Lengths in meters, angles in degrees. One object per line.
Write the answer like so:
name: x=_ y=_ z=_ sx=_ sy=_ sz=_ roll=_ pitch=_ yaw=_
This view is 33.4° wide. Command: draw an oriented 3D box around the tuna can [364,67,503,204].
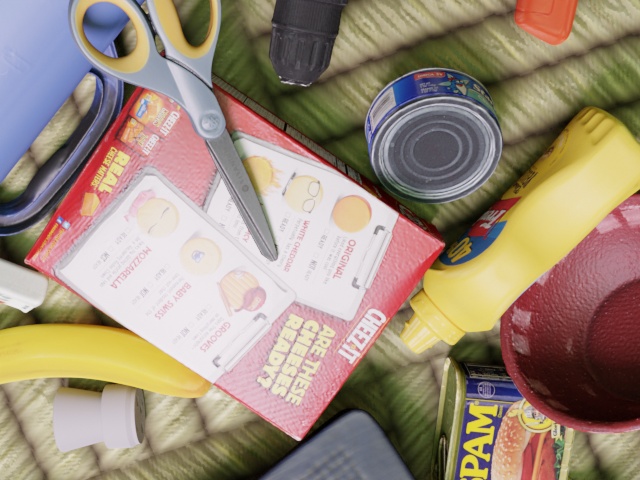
tuna can: x=0.072 y=-0.065 z=0.680 sx=0.086 sy=0.034 sz=0.086 roll=-1 pitch=130 yaw=-2

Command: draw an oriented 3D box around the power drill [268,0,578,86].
power drill: x=0.067 y=-0.175 z=0.661 sx=0.187 sy=0.057 sz=0.184 roll=10 pitch=106 yaw=-3

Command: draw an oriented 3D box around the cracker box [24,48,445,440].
cracker box: x=-0.055 y=0.001 z=0.695 sx=0.213 sy=0.072 sz=0.164 roll=34 pitch=102 yaw=-8

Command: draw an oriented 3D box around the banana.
banana: x=-0.173 y=0.085 z=0.720 sx=0.197 sy=0.069 sz=0.037 roll=-4 pitch=139 yaw=-4

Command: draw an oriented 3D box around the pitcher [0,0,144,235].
pitcher: x=-0.193 y=-0.119 z=0.650 sx=0.145 sy=0.149 sz=0.243 roll=44 pitch=96 yaw=6

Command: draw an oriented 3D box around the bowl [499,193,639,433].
bowl: x=0.199 y=0.053 z=0.683 sx=0.162 sy=0.162 sz=0.055 roll=-46 pitch=134 yaw=10

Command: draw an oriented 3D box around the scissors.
scissors: x=-0.085 y=-0.072 z=0.618 sx=0.096 sy=0.016 sz=0.202 roll=-13 pitch=107 yaw=-16

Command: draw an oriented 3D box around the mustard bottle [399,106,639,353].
mustard bottle: x=0.124 y=0.001 z=0.680 sx=0.058 sy=0.096 sz=0.192 roll=43 pitch=100 yaw=-6

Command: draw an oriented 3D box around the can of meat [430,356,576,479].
can of meat: x=0.124 y=0.135 z=0.732 sx=0.084 sy=0.057 sz=0.102 roll=5 pitch=103 yaw=-3
